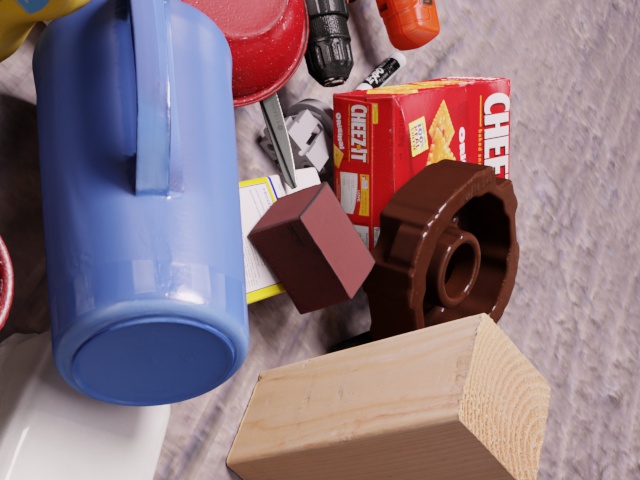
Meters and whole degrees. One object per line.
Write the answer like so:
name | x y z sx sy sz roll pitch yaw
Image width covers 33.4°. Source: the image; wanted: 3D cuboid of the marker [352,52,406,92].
marker | 0.052 -0.152 1.034 0.020 0.020 0.121 58 40 -14

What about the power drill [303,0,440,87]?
power drill | 0.035 -0.219 0.955 0.187 0.057 0.184 -1 78 -54

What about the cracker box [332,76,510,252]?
cracker box | 0.098 -0.060 0.967 0.213 0.072 0.164 -17 111 -51

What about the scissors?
scissors | -0.067 -0.139 0.855 0.096 0.016 0.202 1 76 -6

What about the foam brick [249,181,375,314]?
foam brick | -0.005 0.006 0.800 0.078 0.053 0.051 59 38 -19

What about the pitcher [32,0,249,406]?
pitcher | -0.108 -0.033 0.645 0.149 0.145 0.243 40 30 -46

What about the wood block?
wood block | 0.046 0.132 0.756 0.090 0.207 0.090 46 45 -27

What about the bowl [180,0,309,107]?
bowl | -0.076 -0.186 0.816 0.162 0.055 0.162 5 75 -20
